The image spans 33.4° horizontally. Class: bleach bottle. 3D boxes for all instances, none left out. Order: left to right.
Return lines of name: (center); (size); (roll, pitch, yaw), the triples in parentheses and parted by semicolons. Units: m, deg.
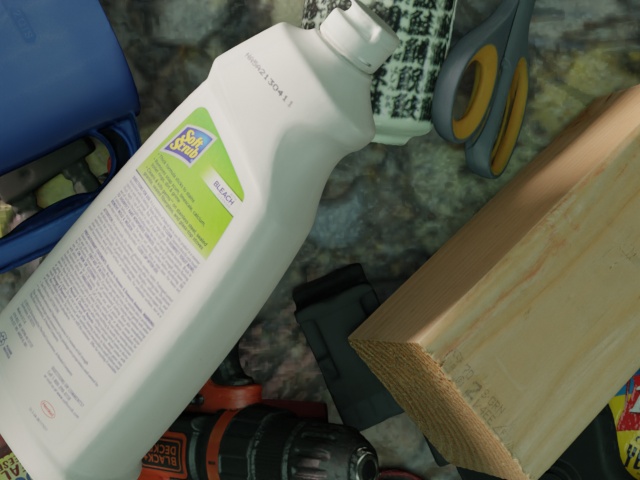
bleach bottle: (-0.053, 0.001, 0.482); (0.251, 0.068, 0.103); (-47, 69, 16)

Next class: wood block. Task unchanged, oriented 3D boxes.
wood block: (0.127, 0.015, 0.543); (0.206, 0.091, 0.090); (-42, 100, -18)

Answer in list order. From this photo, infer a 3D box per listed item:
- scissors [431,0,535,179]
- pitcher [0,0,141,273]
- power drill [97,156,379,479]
scissors: (0.098, -0.132, 0.565); (0.016, 0.096, 0.202); (16, 103, 34)
pitcher: (-0.212, -0.056, 0.502); (0.242, 0.145, 0.149); (-31, 54, -12)
power drill: (-0.050, 0.042, 0.551); (0.185, 0.057, 0.187); (-2, 88, 38)
